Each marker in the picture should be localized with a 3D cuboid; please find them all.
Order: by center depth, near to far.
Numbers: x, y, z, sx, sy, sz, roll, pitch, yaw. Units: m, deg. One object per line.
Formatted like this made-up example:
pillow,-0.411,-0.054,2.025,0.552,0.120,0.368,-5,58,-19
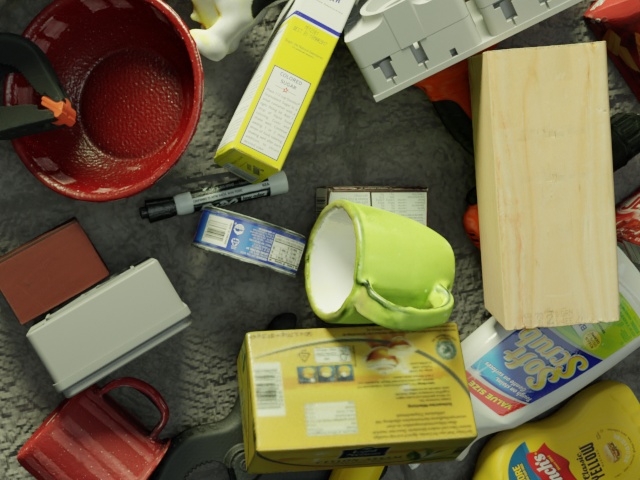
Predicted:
marker,-0.086,-0.035,0.860,0.121,0.020,0.020,-14,96,-12

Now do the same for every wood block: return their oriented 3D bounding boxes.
wood block,0.171,-0.043,0.822,0.090,0.091,0.206,-5,97,0

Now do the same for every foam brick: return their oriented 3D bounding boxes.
foam brick,-0.208,0.022,0.816,0.078,0.053,0.051,-30,99,-11

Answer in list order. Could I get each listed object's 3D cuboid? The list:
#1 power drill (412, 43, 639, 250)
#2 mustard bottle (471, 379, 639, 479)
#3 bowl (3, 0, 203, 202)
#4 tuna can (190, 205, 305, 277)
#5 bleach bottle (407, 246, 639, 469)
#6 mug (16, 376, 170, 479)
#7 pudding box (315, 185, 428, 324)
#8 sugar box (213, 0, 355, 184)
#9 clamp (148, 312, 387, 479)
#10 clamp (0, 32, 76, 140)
power drill,0.169,-0.108,0.896,0.184,0.057,0.187,-34,100,-10
mustard bottle,0.193,0.200,0.917,0.191,0.058,0.096,-23,97,-11
bowl,-0.154,-0.107,0.803,0.162,0.055,0.162,-1,88,15
tuna can,-0.055,0.001,0.835,0.086,0.086,0.034,18,87,-14
bleach bottle,0.170,0.111,0.905,0.250,0.068,0.102,-38,95,-7
mug,-0.167,0.153,0.811,0.081,0.093,0.117,43,100,-7
pudding box,0.043,0.011,0.883,0.090,0.039,0.113,0,95,-14
sugar box,-0.023,-0.134,0.823,0.048,0.093,0.176,28,81,-12
clamp,-0.065,0.167,0.865,0.209,0.036,0.164,-26,97,-15
clamp,-0.255,-0.132,0.783,0.171,0.039,0.120,15,91,9
